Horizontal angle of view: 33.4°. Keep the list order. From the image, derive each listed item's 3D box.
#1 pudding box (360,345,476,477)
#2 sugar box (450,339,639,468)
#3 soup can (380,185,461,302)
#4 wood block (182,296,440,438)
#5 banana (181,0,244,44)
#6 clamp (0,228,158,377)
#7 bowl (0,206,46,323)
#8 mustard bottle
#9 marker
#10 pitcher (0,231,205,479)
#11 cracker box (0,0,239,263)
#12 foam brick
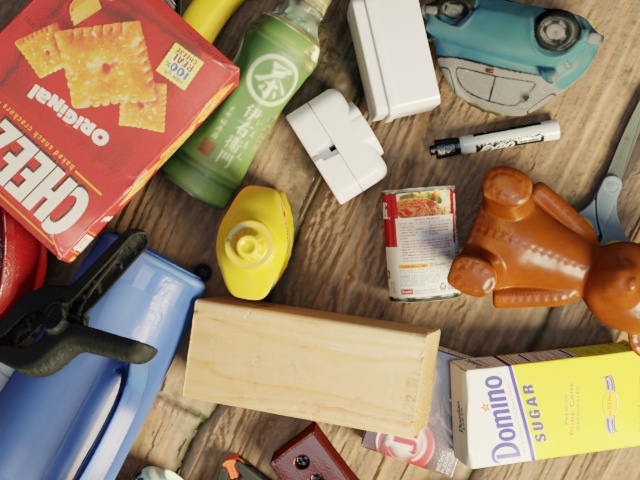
[{"bbox_3d":[0.097,0.152,0.995,0.090,0.039,0.113,18,92,2],"label":"pudding box"},{"bbox_3d":[0.207,0.147,0.965,0.176,0.048,0.093,-6,99,-15],"label":"sugar box"},{"bbox_3d":[0.093,0.002,0.976,0.068,0.068,0.102,-4,92,1],"label":"soup can"},{"bbox_3d":[-0.006,0.109,0.948,0.206,0.090,0.090,8,91,15],"label":"wood block"},{"bbox_3d":[-0.096,-0.201,0.982,0.070,0.037,0.198,28,87,27],"label":"banana"},{"bbox_3d":[-0.206,0.057,0.888,0.172,0.039,0.120,-12,55,22],"label":"clamp"},{"bbox_3d":[-0.292,0.019,0.966,0.055,0.162,0.162,6,92,-38],"label":"bowl"},{"bbox_3d":[-0.056,0.001,0.917,0.058,0.191,0.096,9,92,1],"label":"mustard bottle"},{"bbox_3d":[0.162,-0.094,0.995,0.121,0.020,0.020,-9,92,2],"label":"marker"},{"bbox_3d":[-0.199,0.121,0.947,0.149,0.145,0.243,28,87,16],"label":"pitcher"},{"bbox_3d":[-0.196,-0.114,0.879,0.164,0.072,0.213,42,83,-1],"label":"cracker box"},{"bbox_3d":[-0.003,0.218,0.993,0.053,0.051,0.078,-37,91,2],"label":"foam brick"}]
